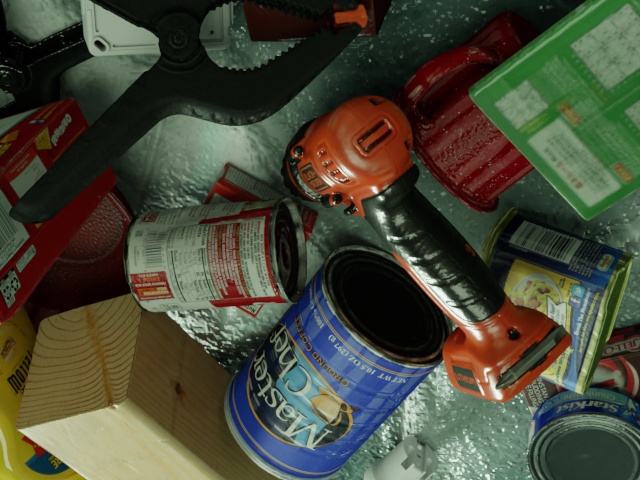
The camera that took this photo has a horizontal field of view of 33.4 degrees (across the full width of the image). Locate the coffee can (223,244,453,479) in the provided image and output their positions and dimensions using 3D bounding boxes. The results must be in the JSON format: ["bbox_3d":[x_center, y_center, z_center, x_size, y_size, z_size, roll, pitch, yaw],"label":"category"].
[{"bbox_3d":[0.010,0.087,0.735,0.102,0.102,0.140,32,124,-8],"label":"coffee can"}]

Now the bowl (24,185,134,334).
[{"bbox_3d":[-0.190,-0.007,0.750,0.162,0.055,0.162,7,124,9],"label":"bowl"}]

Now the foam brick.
[{"bbox_3d":[-0.003,-0.149,0.613,0.078,0.051,0.053,1,124,14],"label":"foam brick"}]

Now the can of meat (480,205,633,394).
[{"bbox_3d":[0.145,0.040,0.684,0.084,0.057,0.102,21,127,22],"label":"can of meat"}]

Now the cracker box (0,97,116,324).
[{"bbox_3d":[-0.250,0.002,0.636,0.214,0.164,0.072,-14,117,21],"label":"cracker box"}]

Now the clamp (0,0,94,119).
[{"bbox_3d":[-0.188,-0.115,0.687,0.120,0.039,0.172,21,133,-12],"label":"clamp"}]

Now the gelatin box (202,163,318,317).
[{"bbox_3d":[-0.055,0.001,0.739,0.073,0.030,0.089,29,124,-8],"label":"gelatin box"}]

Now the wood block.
[{"bbox_3d":[-0.110,0.136,0.767,0.090,0.091,0.206,-16,136,22],"label":"wood block"}]

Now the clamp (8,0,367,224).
[{"bbox_3d":[-0.079,-0.094,0.566,0.210,0.036,0.164,-2,93,-8],"label":"clamp"}]

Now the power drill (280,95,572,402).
[{"bbox_3d":[0.050,0.004,0.624,0.057,0.184,0.187,-41,95,-9],"label":"power drill"}]

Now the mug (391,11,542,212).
[{"bbox_3d":[0.094,-0.079,0.605,0.082,0.093,0.117,-39,144,26],"label":"mug"}]

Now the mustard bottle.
[{"bbox_3d":[-0.208,0.122,0.745,0.058,0.096,0.191,-16,117,24],"label":"mustard bottle"}]

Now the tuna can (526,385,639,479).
[{"bbox_3d":[0.184,0.140,0.721,0.086,0.033,0.086,7,122,11],"label":"tuna can"}]

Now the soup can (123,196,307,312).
[{"bbox_3d":[-0.067,0.010,0.686,0.102,0.068,0.068,-5,122,16],"label":"soup can"}]
